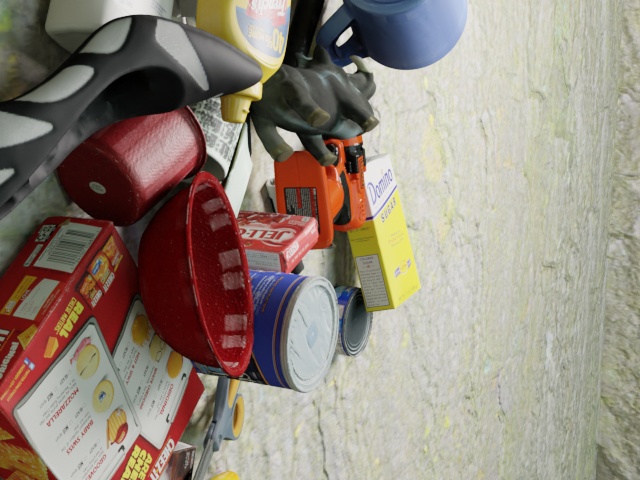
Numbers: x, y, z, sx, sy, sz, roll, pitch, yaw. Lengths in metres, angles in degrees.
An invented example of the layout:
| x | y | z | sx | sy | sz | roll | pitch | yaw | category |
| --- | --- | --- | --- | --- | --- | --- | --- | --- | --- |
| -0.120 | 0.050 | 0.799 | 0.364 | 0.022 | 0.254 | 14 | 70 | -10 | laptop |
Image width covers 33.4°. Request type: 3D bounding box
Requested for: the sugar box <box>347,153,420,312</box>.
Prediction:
| x | y | z | sx | sy | sz | roll | pitch | yaw | category |
| --- | --- | --- | --- | --- | --- | --- | --- | --- | --- |
| 0.070 | -0.011 | 1.293 | 0.093 | 0.048 | 0.176 | -32 | 112 | -60 | sugar box |

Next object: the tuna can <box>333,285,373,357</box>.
| x | y | z | sx | sy | sz | roll | pitch | yaw | category |
| --- | --- | --- | --- | --- | --- | --- | --- | --- | --- |
| 0.032 | 0.097 | 1.297 | 0.086 | 0.034 | 0.086 | -24 | 117 | -61 | tuna can |

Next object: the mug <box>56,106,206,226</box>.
| x | y | z | sx | sy | sz | roll | pitch | yaw | category |
| --- | --- | --- | --- | --- | --- | --- | --- | --- | --- |
| -0.153 | -0.074 | 0.815 | 0.081 | 0.093 | 0.117 | -51 | 123 | -41 | mug |

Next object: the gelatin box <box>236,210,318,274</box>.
| x | y | z | sx | sy | sz | roll | pitch | yaw | category |
| --- | --- | --- | --- | --- | --- | --- | --- | --- | --- |
| -0.057 | 0.001 | 1.023 | 0.073 | 0.089 | 0.030 | -47 | 136 | -51 | gelatin box |

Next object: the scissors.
| x | y | z | sx | sy | sz | roll | pitch | yaw | category |
| --- | --- | --- | --- | --- | --- | --- | --- | --- | --- |
| -0.098 | 0.196 | 1.017 | 0.201 | 0.016 | 0.096 | -78 | 166 | -45 | scissors |

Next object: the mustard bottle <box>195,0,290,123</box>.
| x | y | z | sx | sy | sz | roll | pitch | yaw | category |
| --- | --- | --- | --- | --- | --- | --- | --- | --- | --- |
| -0.059 | -0.189 | 0.852 | 0.096 | 0.058 | 0.191 | 7 | 90 | -63 | mustard bottle |

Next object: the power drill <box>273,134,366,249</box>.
| x | y | z | sx | sy | sz | roll | pitch | yaw | category |
| --- | --- | --- | --- | --- | --- | --- | --- | --- | --- |
| 0.005 | -0.080 | 1.145 | 0.187 | 0.057 | 0.184 | -46 | 132 | -65 | power drill |

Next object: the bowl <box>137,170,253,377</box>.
| x | y | z | sx | sy | sz | roll | pitch | yaw | category |
| --- | --- | --- | --- | --- | --- | --- | --- | --- | --- |
| -0.100 | 0.030 | 0.831 | 0.162 | 0.055 | 0.162 | -10 | 90 | -80 | bowl |

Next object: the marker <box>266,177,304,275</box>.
| x | y | z | sx | sy | sz | roll | pitch | yaw | category |
| --- | --- | --- | --- | --- | --- | --- | --- | --- | --- |
| -0.037 | -0.012 | 1.143 | 0.020 | 0.020 | 0.121 | -55 | 143 | -45 | marker |

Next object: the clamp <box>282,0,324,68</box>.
| x | y | z | sx | sy | sz | roll | pitch | yaw | category |
| --- | --- | --- | --- | --- | --- | --- | --- | --- | --- |
| 0.007 | -0.288 | 1.090 | 0.210 | 0.036 | 0.164 | 102 | 11 | -46 | clamp |

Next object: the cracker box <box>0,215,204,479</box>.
| x | y | z | sx | sy | sz | roll | pitch | yaw | category |
| --- | --- | --- | --- | --- | --- | --- | --- | --- | --- |
| -0.182 | 0.112 | 0.809 | 0.213 | 0.072 | 0.164 | 70 | 36 | -44 | cracker box |

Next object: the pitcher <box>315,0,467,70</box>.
| x | y | z | sx | sy | sz | roll | pitch | yaw | category |
| --- | --- | --- | --- | --- | --- | --- | --- | --- | --- |
| 0.071 | -0.250 | 1.077 | 0.242 | 0.145 | 0.149 | 2 | 99 | -81 | pitcher |

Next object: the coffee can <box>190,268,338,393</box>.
| x | y | z | sx | sy | sz | roll | pitch | yaw | category |
| --- | --- | --- | --- | --- | --- | --- | --- | --- | --- |
| -0.068 | 0.075 | 0.957 | 0.102 | 0.140 | 0.103 | -24 | 117 | -61 | coffee can |

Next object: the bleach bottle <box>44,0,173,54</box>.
| x | y | z | sx | sy | sz | roll | pitch | yaw | category |
| --- | --- | --- | --- | --- | --- | --- | --- | --- | --- |
| -0.141 | -0.259 | 0.821 | 0.102 | 0.068 | 0.251 | 32 | 64 | -62 | bleach bottle |
